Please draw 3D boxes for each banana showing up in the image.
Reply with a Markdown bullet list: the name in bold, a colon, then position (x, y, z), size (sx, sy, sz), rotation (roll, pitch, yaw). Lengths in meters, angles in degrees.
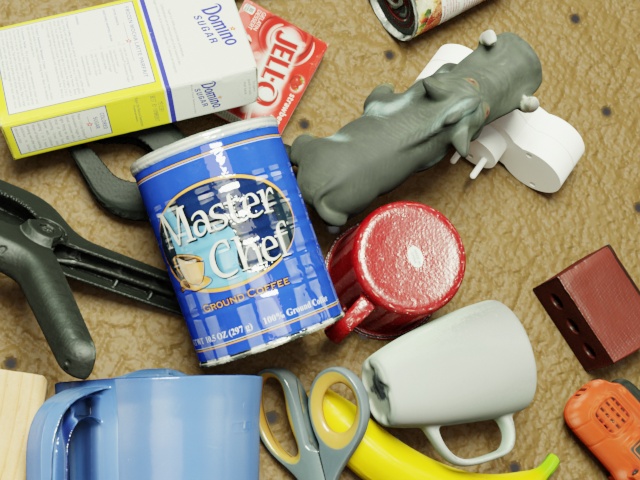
- **banana**: position (0.077, 0.162, 0.763), size (0.197, 0.037, 0.069), rotation (19, 46, -9)

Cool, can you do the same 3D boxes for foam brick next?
- **foam brick**: position (0.209, 0.052, 0.804), size (0.051, 0.053, 0.078), rotation (-31, 84, -17)

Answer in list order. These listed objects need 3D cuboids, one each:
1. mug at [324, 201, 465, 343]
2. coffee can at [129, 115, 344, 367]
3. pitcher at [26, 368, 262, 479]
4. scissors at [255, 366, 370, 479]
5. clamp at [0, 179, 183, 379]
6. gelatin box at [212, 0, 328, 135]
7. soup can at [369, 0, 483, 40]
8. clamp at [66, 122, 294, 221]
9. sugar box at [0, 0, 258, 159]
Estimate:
- **mug**: position (0.046, 0.028, 0.762), size (0.117, 0.082, 0.093), rotation (-43, 88, -17)
- **coffee can**: position (-0.055, 0.001, 0.706), size (0.102, 0.103, 0.140), rotation (-19, 90, -15)
- **pitcher**: position (-0.106, 0.201, 0.663), size (0.149, 0.145, 0.243), rotation (1, 80, -14)
- **scissors**: position (0.016, 0.174, 0.732), size (0.096, 0.016, 0.202), rotation (-30, 81, 25)
- **clamp**: position (-0.187, 0.011, 0.702), size (0.210, 0.164, 0.036), rotation (32, 109, 5)
- **gelatin box**: position (-0.045, -0.127, 0.806), size (0.073, 0.030, 0.089), rotation (29, 74, -4)
- **soup can**: position (0.095, -0.208, 0.834), size (0.102, 0.069, 0.068), rotation (-29, 84, -17)
- **clamp**: position (-0.100, -0.050, 0.773), size (0.171, 0.039, 0.120), rotation (34, 73, -6)
- **sugar box**: position (-0.139, -0.122, 0.748), size (0.176, 0.048, 0.093), rotation (-13, 59, -10)
